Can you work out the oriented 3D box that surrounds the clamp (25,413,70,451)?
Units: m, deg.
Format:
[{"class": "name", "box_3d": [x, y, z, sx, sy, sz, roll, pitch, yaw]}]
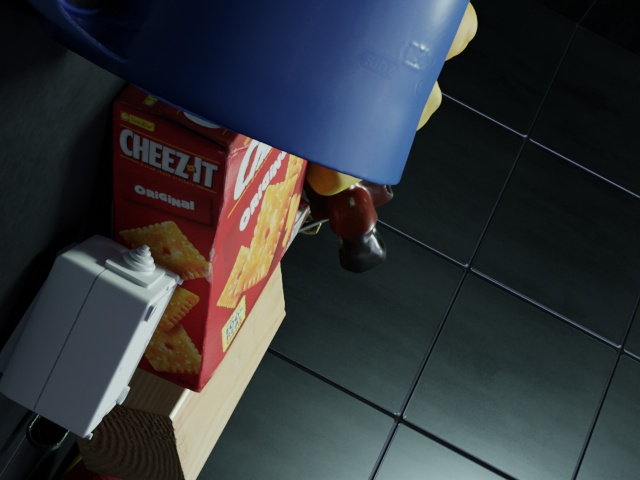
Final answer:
[{"class": "clamp", "box_3d": [-0.139, 0.058, 0.727, 0.120, 0.039, 0.171, -59, 180, 24]}]

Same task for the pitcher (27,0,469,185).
[{"class": "pitcher", "box_3d": [0.007, -0.150, 0.337, 0.149, 0.145, 0.243, -111, -136, -75]}]

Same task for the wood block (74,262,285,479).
[{"class": "wood block", "box_3d": [-0.109, 0.089, 0.858, 0.205, 0.091, 0.090, -61, 154, -47]}]

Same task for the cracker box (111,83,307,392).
[{"class": "cracker box", "box_3d": [-0.056, -0.038, 0.627, 0.214, 0.072, 0.164, 105, 10, -49]}]
